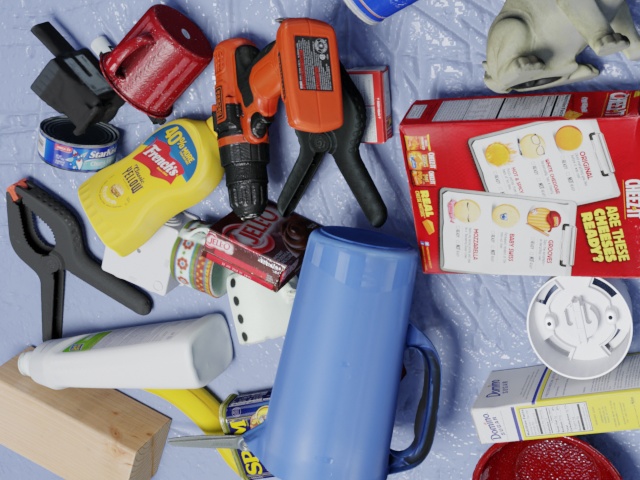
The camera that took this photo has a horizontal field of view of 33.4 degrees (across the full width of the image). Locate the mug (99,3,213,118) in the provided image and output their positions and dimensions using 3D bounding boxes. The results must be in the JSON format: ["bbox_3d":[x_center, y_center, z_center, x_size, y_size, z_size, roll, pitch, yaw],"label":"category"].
[{"bbox_3d":[-0.170,-0.185,1.080,0.082,0.117,0.093,-43,74,24],"label":"mug"}]

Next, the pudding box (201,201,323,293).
[{"bbox_3d":[-0.057,0.001,1.097,0.090,0.113,0.039,26,117,12],"label":"pudding box"}]

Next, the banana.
[{"bbox_3d":[-0.146,0.202,1.252,0.198,0.037,0.070,37,136,8],"label":"banana"}]

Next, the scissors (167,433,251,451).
[{"bbox_3d":[-0.067,0.238,1.176,0.202,0.016,0.096,-19,101,22],"label":"scissors"}]

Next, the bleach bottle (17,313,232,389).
[{"bbox_3d":[-0.233,0.133,1.224,0.251,0.102,0.068,-6,103,24],"label":"bleach bottle"}]

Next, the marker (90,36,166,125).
[{"bbox_3d":[-0.203,-0.169,1.136,0.121,0.020,0.020,50,119,14],"label":"marker"}]

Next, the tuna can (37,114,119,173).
[{"bbox_3d":[-0.263,-0.105,1.161,0.086,0.086,0.034,20,116,15],"label":"tuna can"}]

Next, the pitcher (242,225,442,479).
[{"bbox_3d":[0.032,0.115,1.045,0.145,0.148,0.243,19,103,37],"label":"pitcher"}]

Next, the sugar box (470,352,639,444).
[{"bbox_3d":[0.244,0.153,1.038,0.176,0.093,0.048,-14,102,27],"label":"sugar box"}]

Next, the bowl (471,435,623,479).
[{"bbox_3d":[0.239,0.256,1.097,0.162,0.055,0.162,7,111,20],"label":"bowl"}]

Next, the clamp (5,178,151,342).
[{"bbox_3d":[-0.295,0.023,1.247,0.165,0.036,0.210,-14,106,25],"label":"clamp"}]

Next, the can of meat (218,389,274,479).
[{"bbox_3d":[-0.055,0.218,1.206,0.084,0.057,0.102,-13,103,23],"label":"can of meat"}]

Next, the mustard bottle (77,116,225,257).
[{"bbox_3d":[-0.158,-0.073,1.121,0.191,0.058,0.096,-36,56,4],"label":"mustard bottle"}]

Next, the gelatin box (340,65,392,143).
[{"bbox_3d":[0.024,-0.135,1.063,0.089,0.030,0.073,3,110,22],"label":"gelatin box"}]

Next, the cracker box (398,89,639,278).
[{"bbox_3d":[0.192,-0.051,0.986,0.214,0.072,0.164,0,122,22],"label":"cracker box"}]

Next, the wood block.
[{"bbox_3d":[-0.297,0.223,1.289,0.206,0.090,0.091,24,116,12],"label":"wood block"}]

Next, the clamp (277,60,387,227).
[{"bbox_3d":[0.000,-0.093,1.049,0.120,0.039,0.171,-4,100,25],"label":"clamp"}]

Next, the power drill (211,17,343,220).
[{"bbox_3d":[-0.048,-0.121,1.015,0.188,0.057,0.184,-15,81,59],"label":"power drill"}]
